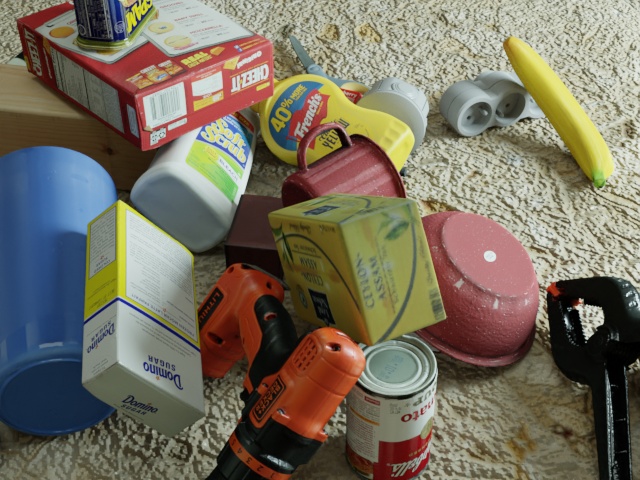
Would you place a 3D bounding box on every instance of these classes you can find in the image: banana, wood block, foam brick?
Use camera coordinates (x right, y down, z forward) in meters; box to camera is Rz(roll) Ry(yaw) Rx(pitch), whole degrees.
[{"bbox_3d":[0.260,-0.135,1.135,0.037,0.069,0.198,-35,68,13],"label":"banana"},{"bbox_3d":[-0.255,-0.118,1.122,0.206,0.091,0.090,7,39,9],"label":"wood block"},{"bbox_3d":[-0.057,0.001,1.006,0.051,0.053,0.078,5,41,7],"label":"foam brick"}]

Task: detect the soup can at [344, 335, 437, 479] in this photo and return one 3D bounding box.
[{"bbox_3d":[0.053,0.128,0.812,0.068,0.102,0.068,0,39,0],"label":"soup can"}]

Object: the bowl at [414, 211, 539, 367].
[{"bbox_3d":[0.131,0.028,0.919,0.162,0.055,0.162,18,43,-18],"label":"bowl"}]

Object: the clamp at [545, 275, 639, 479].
[{"bbox_3d":[0.244,0.081,0.855,0.036,0.165,0.210,24,23,-24],"label":"clamp"}]

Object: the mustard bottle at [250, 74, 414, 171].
[{"bbox_3d":[-0.004,-0.118,1.108,0.192,0.058,0.096,33,87,22],"label":"mustard bottle"}]

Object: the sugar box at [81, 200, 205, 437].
[{"bbox_3d":[-0.139,0.059,0.836,0.048,0.093,0.176,-33,39,23],"label":"sugar box"}]

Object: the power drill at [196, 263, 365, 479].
[{"bbox_3d":[-0.056,0.114,0.822,0.184,0.057,0.188,-52,33,9],"label":"power drill"}]

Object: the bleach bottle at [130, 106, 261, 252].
[{"bbox_3d":[-0.115,-0.101,1.098,0.068,0.102,0.250,-33,27,29],"label":"bleach bottle"}]

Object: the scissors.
[{"bbox_3d":[0.013,-0.196,1.270,0.096,0.016,0.202,-4,41,-1],"label":"scissors"}]

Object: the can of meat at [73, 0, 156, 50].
[{"bbox_3d":[-0.200,-0.243,1.022,0.057,0.084,0.102,7,38,11],"label":"can of meat"}]

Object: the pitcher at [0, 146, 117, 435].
[{"bbox_3d":[-0.219,0.043,0.910,0.149,0.145,0.243,-23,45,4],"label":"pitcher"}]

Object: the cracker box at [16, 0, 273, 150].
[{"bbox_3d":[-0.176,-0.183,1.073,0.163,0.072,0.214,-29,46,-32],"label":"cracker box"}]

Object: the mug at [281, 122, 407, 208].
[{"bbox_3d":[0.015,-0.049,0.966,0.081,0.117,0.093,-30,24,-24],"label":"mug"}]
